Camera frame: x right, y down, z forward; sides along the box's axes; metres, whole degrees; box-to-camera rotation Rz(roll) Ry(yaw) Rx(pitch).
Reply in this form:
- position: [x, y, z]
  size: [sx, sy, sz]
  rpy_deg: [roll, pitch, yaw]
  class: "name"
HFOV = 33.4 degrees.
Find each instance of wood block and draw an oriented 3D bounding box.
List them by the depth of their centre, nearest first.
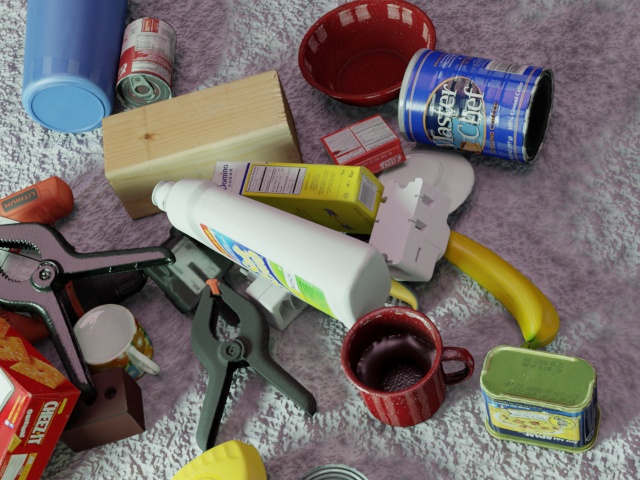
- position: [-0.131, -0.108, 1.202]
  size: [0.206, 0.090, 0.091]
  rpy_deg: [-15, 54, 5]
  class: "wood block"

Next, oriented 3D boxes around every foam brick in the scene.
- position: [-0.219, 0.168, 1.055]
  size: [0.078, 0.051, 0.053]
  rpy_deg: [-18, 53, 2]
  class: "foam brick"

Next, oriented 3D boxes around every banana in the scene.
- position: [0.174, 0.044, 1.027]
  size: [0.037, 0.069, 0.198]
  rpy_deg: [-59, 37, 17]
  class: "banana"

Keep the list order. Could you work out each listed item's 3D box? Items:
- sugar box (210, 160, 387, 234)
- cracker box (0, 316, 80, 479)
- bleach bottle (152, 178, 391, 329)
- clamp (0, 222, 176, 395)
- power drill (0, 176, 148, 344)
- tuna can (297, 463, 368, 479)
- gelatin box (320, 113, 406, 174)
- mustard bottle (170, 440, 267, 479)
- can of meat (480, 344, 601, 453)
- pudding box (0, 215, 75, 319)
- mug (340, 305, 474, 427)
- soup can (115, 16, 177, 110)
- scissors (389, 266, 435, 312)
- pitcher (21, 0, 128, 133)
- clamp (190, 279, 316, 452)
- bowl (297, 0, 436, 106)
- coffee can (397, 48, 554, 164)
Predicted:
- position: [-0.019, -0.044, 1.105]
  size: [0.176, 0.093, 0.048]
  rpy_deg: [2, 68, 30]
  class: "sugar box"
- position: [-0.348, 0.158, 1.043]
  size: [0.214, 0.072, 0.164]
  rpy_deg: [34, 105, 32]
  class: "cracker box"
- position: [-0.057, 0.001, 1.043]
  size: [0.251, 0.102, 0.068]
  rpy_deg: [24, 70, 25]
  class: "bleach bottle"
- position: [-0.269, 0.050, 1.061]
  size: [0.210, 0.036, 0.164]
  rpy_deg: [20, 72, 10]
  class: "clamp"
- position: [-0.293, 0.018, 1.177]
  size: [0.184, 0.057, 0.188]
  rpy_deg: [-23, 53, -2]
  class: "power drill"
- position: [0.012, 0.245, 0.948]
  size: [0.086, 0.033, 0.086]
  rpy_deg: [-7, 54, 10]
  class: "tuna can"
- position: [0.046, -0.099, 1.166]
  size: [0.073, 0.030, 0.089]
  rpy_deg: [-24, 29, -2]
  class: "gelatin box"
- position: [-0.071, 0.278, 0.929]
  size: [0.096, 0.058, 0.192]
  rpy_deg: [-36, 53, 15]
  class: "mustard bottle"
- position: [0.194, 0.139, 0.941]
  size: [0.102, 0.084, 0.057]
  rpy_deg: [8, 58, 20]
  class: "can of meat"
- position: [-0.330, 0.025, 1.128]
  size: [0.114, 0.039, 0.090]
  rpy_deg: [14, 67, 26]
  class: "pudding box"
- position: [0.084, 0.119, 0.987]
  size: [0.117, 0.081, 0.093]
  rpy_deg: [-8, 54, 10]
  class: "mug"
- position: [-0.213, -0.217, 1.315]
  size: [0.068, 0.068, 0.102]
  rpy_deg: [-7, 54, 10]
  class: "soup can"
- position: [0.033, 0.009, 1.101]
  size: [0.202, 0.016, 0.096]
  rpy_deg: [39, 69, 23]
  class: "scissors"
- position: [-0.315, -0.253, 1.343]
  size: [0.145, 0.149, 0.243]
  rpy_deg: [-1, 57, -3]
  class: "pitcher"
- position: [-0.072, 0.115, 1.048]
  size: [0.120, 0.039, 0.171]
  rpy_deg: [-10, 69, -1]
  class: "clamp"
- position: [0.058, -0.208, 1.242]
  size: [0.162, 0.055, 0.162]
  rpy_deg: [-7, 54, 10]
  class: "bowl"
- position: [0.166, -0.144, 1.137]
  size: [0.140, 0.103, 0.102]
  rpy_deg: [14, 60, 23]
  class: "coffee can"
